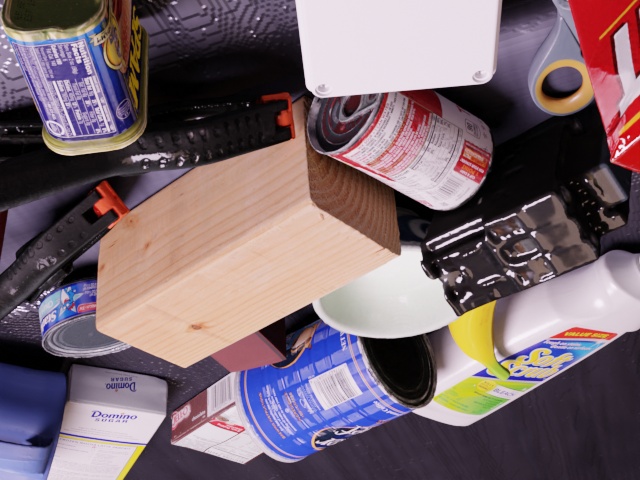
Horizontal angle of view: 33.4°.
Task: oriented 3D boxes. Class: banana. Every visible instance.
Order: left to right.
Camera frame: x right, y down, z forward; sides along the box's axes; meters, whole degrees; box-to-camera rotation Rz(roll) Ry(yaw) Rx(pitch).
[{"bbox_3d":[0.139,0.022,0.807,0.069,0.037,0.198,9,126,-9],"label":"banana"}]

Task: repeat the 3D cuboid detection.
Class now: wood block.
[{"bbox_3d":[-0.055,0.001,0.741,0.206,0.090,0.090,-29,138,32],"label":"wood block"}]

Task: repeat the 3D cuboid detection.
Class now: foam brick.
[{"bbox_3d":[-0.067,0.064,0.860,0.051,0.053,0.078,-17,141,19],"label":"foam brick"}]

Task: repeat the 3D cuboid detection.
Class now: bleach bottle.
[{"bbox_3d":[0.180,0.073,0.884,0.102,0.068,0.251,23,135,-35],"label":"bleach bottle"}]

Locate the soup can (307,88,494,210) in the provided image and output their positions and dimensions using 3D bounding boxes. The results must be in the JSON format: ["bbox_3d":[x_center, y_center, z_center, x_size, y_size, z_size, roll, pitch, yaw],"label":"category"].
[{"bbox_3d":[0.052,-0.066,0.671,0.102,0.068,0.069,24,137,-34],"label":"soup can"}]

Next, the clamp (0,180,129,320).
[{"bbox_3d":[-0.203,0.022,0.754,0.039,0.120,0.172,44,126,-7],"label":"clamp"}]

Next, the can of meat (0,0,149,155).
[{"bbox_3d":[-0.128,-0.112,0.566,0.057,0.102,0.084,-6,142,2],"label":"can of meat"}]

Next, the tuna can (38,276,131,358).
[{"bbox_3d":[-0.180,0.061,0.849,0.086,0.034,0.086,-12,155,-6],"label":"tuna can"}]

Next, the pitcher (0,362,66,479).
[{"bbox_3d":[-0.343,0.150,0.895,0.242,0.145,0.149,17,129,-21],"label":"pitcher"}]

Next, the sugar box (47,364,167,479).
[{"bbox_3d":[-0.216,0.182,1.025,0.093,0.048,0.176,13,138,-21],"label":"sugar box"}]

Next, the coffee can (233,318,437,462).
[{"bbox_3d":[0.012,0.116,0.896,0.141,0.103,0.102,-30,137,32],"label":"coffee can"}]

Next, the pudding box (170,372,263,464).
[{"bbox_3d":[-0.077,0.172,1.026,0.089,0.039,0.114,23,139,-33],"label":"pudding box"}]

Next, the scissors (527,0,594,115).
[{"bbox_3d":[0.133,-0.132,0.629,0.201,0.016,0.096,28,134,-36],"label":"scissors"}]

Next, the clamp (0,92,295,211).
[{"bbox_3d":[-0.117,-0.056,0.632,0.210,0.164,0.036,-8,110,-5],"label":"clamp"}]
